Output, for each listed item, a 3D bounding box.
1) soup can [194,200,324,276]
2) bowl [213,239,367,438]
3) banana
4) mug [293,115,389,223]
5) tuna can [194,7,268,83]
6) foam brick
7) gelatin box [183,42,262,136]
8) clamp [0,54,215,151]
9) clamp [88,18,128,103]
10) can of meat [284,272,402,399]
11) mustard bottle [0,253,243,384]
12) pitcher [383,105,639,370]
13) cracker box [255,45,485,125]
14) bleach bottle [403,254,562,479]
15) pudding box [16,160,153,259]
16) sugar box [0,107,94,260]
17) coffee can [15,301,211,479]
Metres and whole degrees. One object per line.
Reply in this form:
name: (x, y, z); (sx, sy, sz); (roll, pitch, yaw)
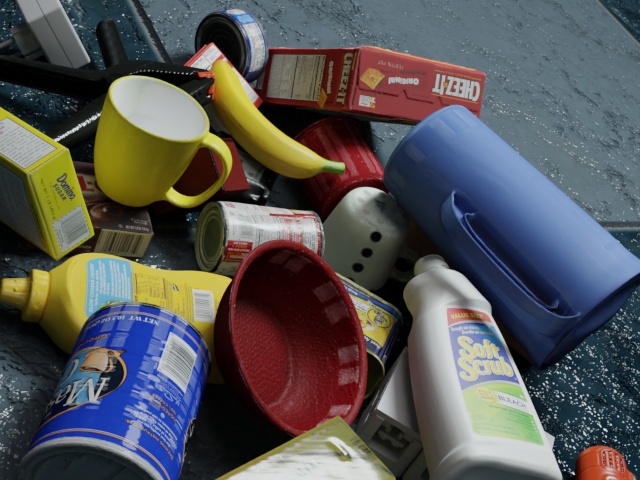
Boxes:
soup can: (-0.056, 0.001, 0.981); (0.102, 0.069, 0.068); (6, 42, -29)
bowl: (-0.033, 0.083, 0.841); (0.161, 0.055, 0.162); (27, 54, -43)
banana: (-0.064, -0.117, 1.067); (0.198, 0.037, 0.069); (45, 30, 25)
mug: (0.026, -0.064, 1.110); (0.117, 0.093, 0.081); (34, 25, -56)
tuna can: (-0.101, -0.215, 1.194); (0.086, 0.086, 0.033); (45, 40, 19)
foam brick: (-0.116, -0.057, 0.983); (0.052, 0.078, 0.051); (-13, 84, -65)
gelatin box: (-0.111, -0.161, 1.147); (0.089, 0.030, 0.073); (49, 34, -13)
clamp: (-0.194, -0.130, 1.003); (0.209, 0.036, 0.165); (-6, 41, -22)
clamp: (-0.185, -0.154, 1.104); (0.120, 0.039, 0.171); (20, 43, -20)
can of meat: (0.017, 0.080, 0.947); (0.102, 0.058, 0.083); (31, 34, 2)
mustard bottle: (-0.159, 0.056, 0.852); (0.191, 0.058, 0.096); (13, 45, -23)
pitcher: (0.167, -0.008, 0.975); (0.145, 0.149, 0.243); (-37, 70, -15)
cracker box: (0.049, -0.168, 1.164); (0.163, 0.072, 0.214); (5, 6, -31)
bleach bottle: (0.111, 0.103, 0.873); (0.102, 0.068, 0.251); (15, 36, -24)
pudding box: (-0.210, -0.029, 0.936); (0.113, 0.039, 0.090); (8, 40, -28)
sugar box: (-0.259, -0.063, 0.852); (0.176, 0.093, 0.048); (33, 55, 32)
coffee can: (-0.140, 0.126, 0.745); (0.102, 0.103, 0.140); (23, 36, -9)
